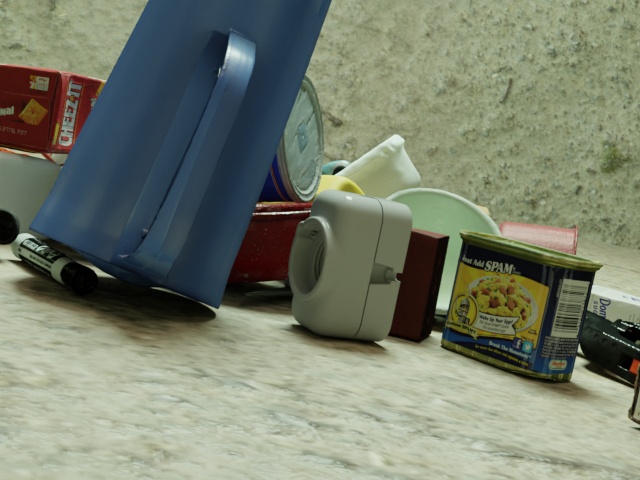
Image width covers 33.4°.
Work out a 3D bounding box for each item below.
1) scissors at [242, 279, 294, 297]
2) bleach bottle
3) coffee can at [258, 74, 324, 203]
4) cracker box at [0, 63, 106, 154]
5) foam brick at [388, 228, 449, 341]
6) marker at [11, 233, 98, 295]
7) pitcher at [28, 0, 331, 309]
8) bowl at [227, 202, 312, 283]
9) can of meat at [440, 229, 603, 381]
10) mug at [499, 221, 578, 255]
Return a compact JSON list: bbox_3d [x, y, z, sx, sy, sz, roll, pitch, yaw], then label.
[{"bbox_3d":[-0.024,0.036,0.862,0.096,0.016,0.201,14,6,40],"label":"scissors"},{"bbox_3d":[-0.321,-0.054,0.927,0.102,0.068,0.251,8,4,-40],"label":"bleach bottle"},{"bbox_3d":[-0.078,-0.080,0.856,0.140,0.103,0.102,0,1,18],"label":"coffee can"},{"bbox_3d":[-0.231,-0.111,0.946,0.164,0.072,0.213,11,5,25],"label":"cracker box"},{"bbox_3d":[0.060,0.028,0.784,0.051,0.078,0.053,12,5,16],"label":"foam brick"},{"bbox_3d":[-0.179,0.015,0.715,0.020,0.020,0.121,8,6,-36],"label":"marker"},{"bbox_3d":[-0.080,-0.084,0.697,0.149,0.243,0.144,20,-5,30],"label":"pitcher"},{"bbox_3d":[-0.055,0.001,0.839,0.162,0.055,0.162,-2,4,0],"label":"bowl"},{"bbox_3d":[0.137,0.044,0.743,0.057,0.084,0.102,7,7,-42],"label":"can of meat"},{"bbox_3d":[0.229,0.030,1.151,0.081,0.093,0.117,8,-26,11],"label":"mug"}]
